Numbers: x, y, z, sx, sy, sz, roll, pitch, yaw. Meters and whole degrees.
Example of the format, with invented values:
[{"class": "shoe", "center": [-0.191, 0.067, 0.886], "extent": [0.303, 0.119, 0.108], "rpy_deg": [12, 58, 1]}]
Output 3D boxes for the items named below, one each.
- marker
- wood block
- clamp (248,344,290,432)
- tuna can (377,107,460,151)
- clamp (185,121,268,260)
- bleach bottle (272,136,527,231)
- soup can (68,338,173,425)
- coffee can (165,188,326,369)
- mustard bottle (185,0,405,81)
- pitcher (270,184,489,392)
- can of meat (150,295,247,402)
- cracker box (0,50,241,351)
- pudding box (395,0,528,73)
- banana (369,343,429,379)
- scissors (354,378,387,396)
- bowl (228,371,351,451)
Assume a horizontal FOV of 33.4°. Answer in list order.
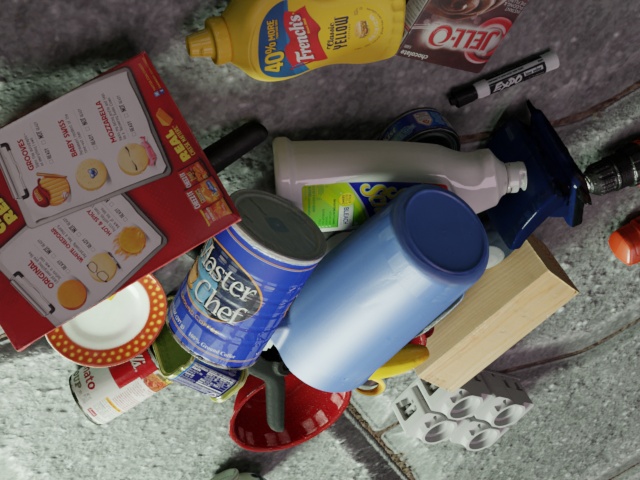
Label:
[{"class": "marker", "center": [0.188, -0.165, 1.100], "extent": [0.121, 0.020, 0.020], "rpy_deg": [-23, 141, -6]}, {"class": "wood block", "center": [0.201, 0.085, 1.324], "extent": [0.206, 0.091, 0.090], "rpy_deg": [-42, 139, 17]}, {"class": "clamp", "center": [-0.034, 0.133, 1.223], "extent": [0.120, 0.039, 0.171], "rpy_deg": [-35, 128, -15]}, {"class": "tuna can", "center": [0.103, -0.095, 1.117], "extent": [0.086, 0.034, 0.086], "rpy_deg": [-16, 139, -14]}, {"class": "clamp", "center": [-0.148, -0.026, 1.002], "extent": [0.209, 0.036, 0.165], "rpy_deg": [-12, 124, -36]}, {"class": "bleach bottle", "center": [0.080, -0.061, 1.064], "extent": [0.250, 0.068, 0.102], "rpy_deg": [-4, 139, -2]}, {"class": "soup can", "center": [-0.217, 0.151, 1.179], "extent": [0.102, 0.068, 0.068], "rpy_deg": [-31, 141, 6]}, {"class": "coffee can", "center": [-0.071, 0.037, 1.007], "extent": [0.102, 0.103, 0.140], "rpy_deg": [10, 124, -37]}, {"class": "mustard bottle", "center": [-0.023, -0.187, 0.927], "extent": [0.191, 0.058, 0.096], "rpy_deg": [-14, 139, -15]}, {"class": "pitcher", "center": [0.067, 0.048, 1.066], "extent": [0.149, 0.145, 0.243], "rpy_deg": [-47, -179, -41]}, {"class": "can of meat", "center": [-0.136, 0.116, 1.162], "extent": [0.057, 0.102, 0.083], "rpy_deg": [-40, 137, 17]}, {"class": "cracker box", "center": [-0.199, -0.034, 0.890], "extent": [0.213, 0.164, 0.072], "rpy_deg": [-31, -175, -12]}, {"class": "pudding box", "center": [0.126, -0.209, 1.001], "extent": [0.113, 0.039, 0.090], "rpy_deg": [6, 131, -34]}, {"class": "banana", "center": [0.028, 0.123, 1.194], "extent": [0.197, 0.037, 0.070], "rpy_deg": [20, 117, -23]}, {"class": "scissors", "center": [0.051, 0.145, 1.365], "extent": [0.096, 0.016, 0.201], "rpy_deg": [-33, 140, 4]}, {"class": "bowl", "center": [-0.045, 0.193, 1.331], "extent": [0.162, 0.055, 0.162], "rpy_deg": [-16, 139, -14]}]
